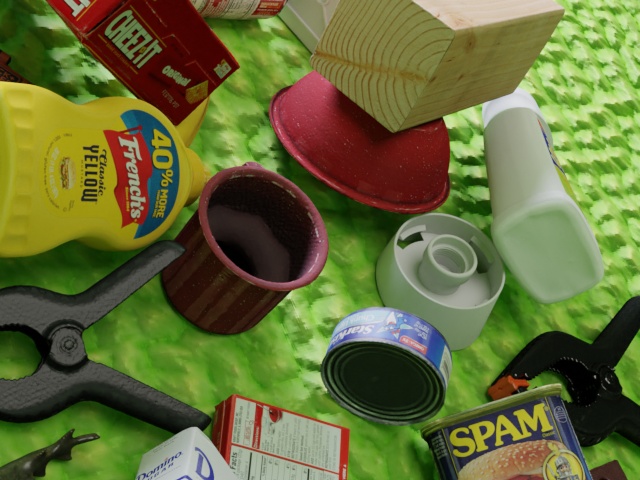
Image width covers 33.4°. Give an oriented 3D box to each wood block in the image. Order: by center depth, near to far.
[{"bbox_3d":[0.097,-0.159,0.832,0.091,0.090,0.205,41,33,17],"label":"wood block"}]

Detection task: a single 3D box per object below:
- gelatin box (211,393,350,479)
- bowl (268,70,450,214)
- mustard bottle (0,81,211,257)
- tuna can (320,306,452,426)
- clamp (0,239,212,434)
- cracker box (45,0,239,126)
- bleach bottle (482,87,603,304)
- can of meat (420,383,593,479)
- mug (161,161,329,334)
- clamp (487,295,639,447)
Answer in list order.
[{"bbox_3d":[-0.027,0.144,0.668,0.089,0.030,0.073,20,51,-21],"label":"gelatin box"},{"bbox_3d":[0.043,-0.094,0.839,0.162,0.055,0.162,20,34,-15],"label":"bowl"},{"bbox_3d":[-0.133,-0.040,0.653,0.191,0.058,0.096,-2,95,-57],"label":"mustard bottle"},{"bbox_3d":[0.045,0.085,0.720,0.086,0.086,0.033,33,45,-11],"label":"tuna can"},{"bbox_3d":[-0.143,0.072,0.624,0.171,0.039,0.120,-14,76,-25],"label":"clamp"},{"bbox_3d":[-0.166,-0.186,0.696,0.214,0.072,0.164,46,0,17],"label":"cracker box"},{"bbox_3d":[0.171,-0.063,0.895,0.102,0.068,0.251,54,21,-32],"label":"bleach bottle"},{"bbox_3d":[0.129,0.154,0.725,0.102,0.057,0.084,-17,69,0],"label":"can of meat"},{"bbox_3d":[-0.055,0.001,0.713,0.093,0.082,0.117,16,52,-25],"label":"mug"},{"bbox_3d":[0.221,0.109,0.857,0.209,0.036,0.164,10,55,-28],"label":"clamp"}]
